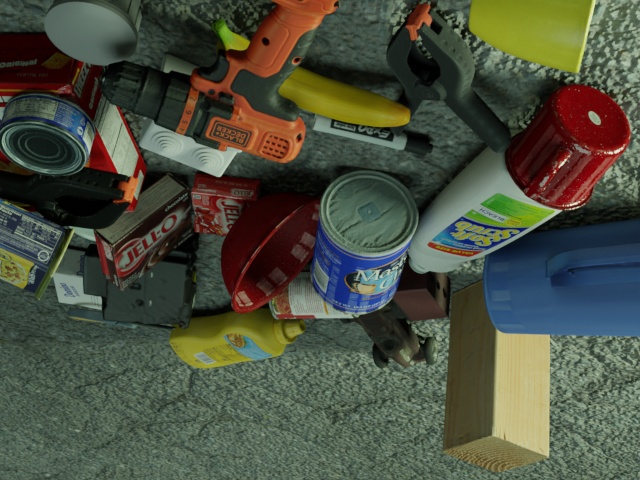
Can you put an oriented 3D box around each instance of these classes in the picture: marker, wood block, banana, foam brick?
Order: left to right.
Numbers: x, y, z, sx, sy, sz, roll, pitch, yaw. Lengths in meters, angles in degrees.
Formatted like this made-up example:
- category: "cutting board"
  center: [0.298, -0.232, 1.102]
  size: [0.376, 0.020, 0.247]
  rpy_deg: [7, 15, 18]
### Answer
- category: "banana"
  center: [-0.016, -0.142, 0.970]
  size: [0.197, 0.037, 0.070]
  rpy_deg: [22, 176, -14]
- category: "marker"
  center: [0.053, -0.104, 1.052]
  size: [0.121, 0.020, 0.020]
  rpy_deg: [13, 149, -8]
- category: "foam brick"
  center: [0.117, 0.055, 1.271]
  size: [0.051, 0.053, 0.078]
  rpy_deg: [-8, 147, 26]
- category: "wood block"
  center: [0.211, 0.157, 1.268]
  size: [0.090, 0.206, 0.090]
  rpy_deg: [25, 146, -26]

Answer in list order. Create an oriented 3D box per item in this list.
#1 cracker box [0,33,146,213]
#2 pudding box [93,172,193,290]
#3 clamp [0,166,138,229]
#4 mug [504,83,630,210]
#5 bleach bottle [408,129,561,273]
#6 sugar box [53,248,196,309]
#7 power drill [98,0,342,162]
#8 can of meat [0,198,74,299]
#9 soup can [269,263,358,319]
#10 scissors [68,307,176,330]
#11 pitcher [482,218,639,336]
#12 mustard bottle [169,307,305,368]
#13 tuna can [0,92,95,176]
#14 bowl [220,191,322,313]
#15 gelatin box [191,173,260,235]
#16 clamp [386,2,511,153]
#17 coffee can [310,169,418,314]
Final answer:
- category: "cracker box"
  center: [-0.286, -0.110, 1.074]
  size: [0.164, 0.072, 0.213]
  rpy_deg: [2, 148, 10]
- category: "pudding box"
  center: [-0.194, -0.010, 1.179]
  size: [0.039, 0.113, 0.090]
  rpy_deg: [37, 152, 20]
- category: "clamp"
  center: [-0.269, -0.035, 1.086]
  size: [0.210, 0.036, 0.164]
  rpy_deg: [-2, 148, 23]
- category: "mug"
  center: [0.220, -0.081, 0.964]
  size: [0.093, 0.117, 0.082]
  rpy_deg: [41, 143, 9]
- category: "bleach bottle"
  center: [0.167, -0.023, 1.122]
  size: [0.102, 0.068, 0.251]
  rpy_deg: [18, 151, -15]
- category: "sugar box"
  center: [-0.251, 0.060, 1.378]
  size: [0.176, 0.048, 0.093]
  rpy_deg: [13, 151, -2]
- category: "power drill"
  center: [-0.076, -0.163, 0.891]
  size: [0.184, 0.057, 0.188]
  rpy_deg: [16, 128, -16]
- category: "can of meat"
  center: [-0.305, 0.008, 1.081]
  size: [0.084, 0.057, 0.102]
  rpy_deg: [26, 150, -13]
- category: "soup can"
  center: [-0.005, 0.061, 1.297]
  size: [0.102, 0.068, 0.068]
  rpy_deg: [-2, 148, 16]
- category: "scissors"
  center: [-0.240, 0.107, 1.388]
  size: [0.202, 0.016, 0.096]
  rpy_deg: [6, 173, 31]
- category: "pitcher"
  center: [0.298, 0.038, 1.128]
  size: [0.243, 0.144, 0.149]
  rpy_deg: [-5, 120, 27]
- category: "mustard bottle"
  center: [-0.104, 0.129, 1.444]
  size: [0.192, 0.058, 0.096]
  rpy_deg: [-12, 143, 31]
- category: "tuna can"
  center: [-0.254, -0.097, 0.988]
  size: [0.086, 0.033, 0.086]
  rpy_deg: [5, 148, 3]
- category: "bowl"
  center: [-0.058, 0.001, 1.167]
  size: [0.055, 0.162, 0.162]
  rpy_deg: [39, 155, 18]
- category: "gelatin box"
  center: [-0.105, -0.037, 1.193]
  size: [0.073, 0.030, 0.089]
  rpy_deg: [8, 150, 1]
- category: "clamp"
  center: [0.095, -0.141, 0.959]
  size: [0.120, 0.039, 0.171]
  rpy_deg: [1, 143, 30]
- category: "coffee can"
  center: [0.044, 0.004, 1.154]
  size: [0.103, 0.102, 0.140]
  rpy_deg: [8, 150, 0]
